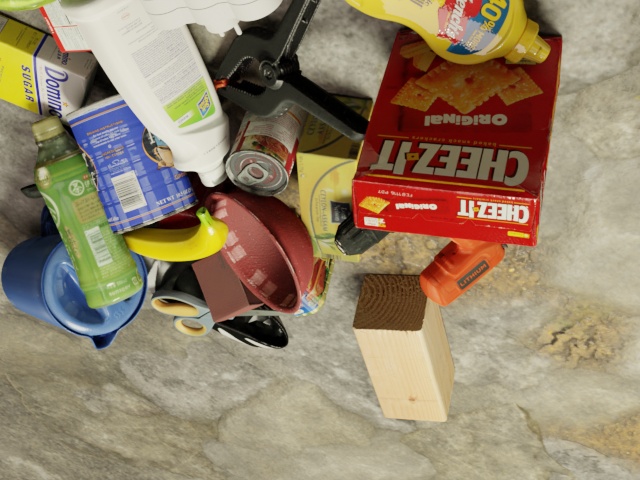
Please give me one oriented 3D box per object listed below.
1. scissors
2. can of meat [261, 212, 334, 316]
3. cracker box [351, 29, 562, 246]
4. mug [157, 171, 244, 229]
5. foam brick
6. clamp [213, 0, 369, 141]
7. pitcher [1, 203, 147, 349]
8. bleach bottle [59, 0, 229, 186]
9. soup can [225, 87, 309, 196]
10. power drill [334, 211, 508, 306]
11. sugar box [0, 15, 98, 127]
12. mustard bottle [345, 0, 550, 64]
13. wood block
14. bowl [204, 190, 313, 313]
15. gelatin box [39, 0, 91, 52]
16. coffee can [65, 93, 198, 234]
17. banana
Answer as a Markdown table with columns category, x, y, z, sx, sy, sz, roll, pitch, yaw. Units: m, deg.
| category | x | y | z | sx | sy | sz | roll | pitch | yaw |
| --- | --- | --- | --- | --- | --- | --- | --- | --- | --- |
| scissors | -0.121 | 0.101 | 1.359 | 0.202 | 0.016 | 0.096 | 9 | 144 | 17 |
| can of meat | -0.032 | 0.032 | 1.309 | 0.058 | 0.102 | 0.083 | -17 | 133 | 37 |
| cracker box | 0.131 | -0.103 | 0.984 | 0.164 | 0.213 | 0.072 | 6 | 140 | 14 |
| mug | -0.137 | -0.039 | 1.276 | 0.117 | 0.081 | 0.093 | -16 | 131 | 36 |
| foam brick | -0.111 | 0.053 | 1.291 | 0.053 | 0.078 | 0.051 | -24 | 172 | 16 |
| clamp | -0.033 | -0.162 | 1.066 | 0.210 | 0.036 | 0.164 | -12 | 101 | 51 |
| pitcher | -0.329 | 0.039 | 1.374 | 0.144 | 0.149 | 0.243 | 37 | 162 | -27 |
| bleach bottle | -0.163 | -0.157 | 1.097 | 0.068 | 0.102 | 0.250 | 25 | 147 | 49 |
| soup can | -0.055 | -0.107 | 1.143 | 0.068 | 0.102 | 0.068 | 11 | 142 | 8 |
| power drill | 0.117 | -0.009 | 1.165 | 0.184 | 0.057 | 0.187 | -38 | 136 | -4 |
| sugar box | -0.342 | -0.197 | 1.190 | 0.176 | 0.048 | 0.093 | 24 | 142 | -6 |
| mustard bottle | 0.122 | -0.214 | 0.959 | 0.191 | 0.058 | 0.096 | 28 | 111 | -9 |
| wood block | 0.113 | 0.144 | 1.401 | 0.091 | 0.090 | 0.206 | 1 | 139 | 18 |
| bowl | -0.058 | 0.001 | 1.190 | 0.162 | 0.055 | 0.162 | 40 | 153 | 26 |
| gelatin box | -0.244 | -0.236 | 1.117 | 0.089 | 0.030 | 0.073 | 1 | 138 | 20 |
| coffee can | -0.206 | -0.090 | 1.177 | 0.103 | 0.102 | 0.140 | -15 | 100 | 35 |
| banana | -0.161 | -0.005 | 1.218 | 0.198 | 0.037 | 0.069 | -13 | 127 | 49 |
